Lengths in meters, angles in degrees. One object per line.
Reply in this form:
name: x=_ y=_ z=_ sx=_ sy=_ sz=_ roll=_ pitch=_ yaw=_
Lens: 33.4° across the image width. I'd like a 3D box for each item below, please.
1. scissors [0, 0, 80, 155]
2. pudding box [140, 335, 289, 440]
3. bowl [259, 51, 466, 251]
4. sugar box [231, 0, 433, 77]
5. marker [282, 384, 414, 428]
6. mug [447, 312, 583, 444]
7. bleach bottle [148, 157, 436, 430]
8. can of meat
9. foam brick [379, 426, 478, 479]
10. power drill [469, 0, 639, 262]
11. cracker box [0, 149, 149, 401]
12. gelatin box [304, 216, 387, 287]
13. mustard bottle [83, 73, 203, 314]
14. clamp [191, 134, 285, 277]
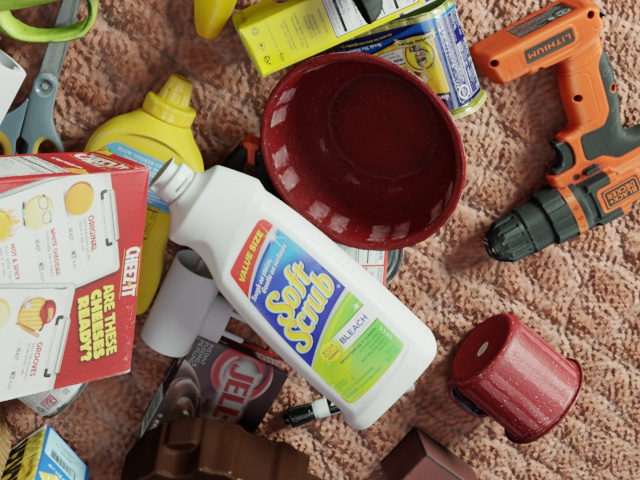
scissors: x=-0.233 y=-0.115 z=0.828 sx=0.096 sy=0.016 sz=0.202 roll=3 pitch=110 yaw=-9
pudding box: x=-0.093 y=0.137 z=0.930 sx=0.090 sy=0.039 sz=0.113 roll=26 pitch=105 yaw=-18
bowl: x=0.038 y=-0.074 z=0.804 sx=0.162 sy=0.055 sz=0.162 roll=12 pitch=124 yaw=19
sugar box: x=0.022 y=-0.182 z=0.800 sx=0.176 sy=0.093 sz=0.048 roll=-27 pitch=111 yaw=1
marker: x=0.025 y=0.144 z=0.961 sx=0.121 sy=0.020 sz=0.020 roll=-17 pitch=112 yaw=-2
mug: x=0.161 y=0.122 z=0.945 sx=0.081 sy=0.093 sz=0.117 roll=40 pitch=136 yaw=-15
bleach bottle: x=-0.031 y=0.033 z=0.818 sx=0.250 sy=0.068 sz=0.102 roll=40 pitch=100 yaw=-16
can of meat: x=0.067 y=-0.134 z=0.828 sx=0.102 sy=0.057 sz=0.084 roll=-9 pitch=113 yaw=30
foam brick: x=0.103 y=0.221 z=0.984 sx=0.078 sy=0.053 sz=0.051 roll=37 pitch=101 yaw=-18
power drill: x=0.193 y=-0.089 z=0.881 sx=0.184 sy=0.057 sz=0.187 roll=-29 pitch=115 yaw=-1
cracker box: x=-0.229 y=0.027 z=0.735 sx=0.213 sy=0.072 sz=0.164 roll=-10 pitch=115 yaw=-46
gelatin box: x=0.010 y=0.014 z=0.867 sx=0.089 sy=0.030 sz=0.073 roll=-1 pitch=110 yaw=-8
mustard bottle: x=-0.146 y=-0.042 z=0.845 sx=0.096 sy=0.058 sz=0.192 roll=23 pitch=106 yaw=-10
clamp: x=-0.056 y=0.001 z=0.885 sx=0.120 sy=0.039 sz=0.172 roll=12 pitch=112 yaw=-13
